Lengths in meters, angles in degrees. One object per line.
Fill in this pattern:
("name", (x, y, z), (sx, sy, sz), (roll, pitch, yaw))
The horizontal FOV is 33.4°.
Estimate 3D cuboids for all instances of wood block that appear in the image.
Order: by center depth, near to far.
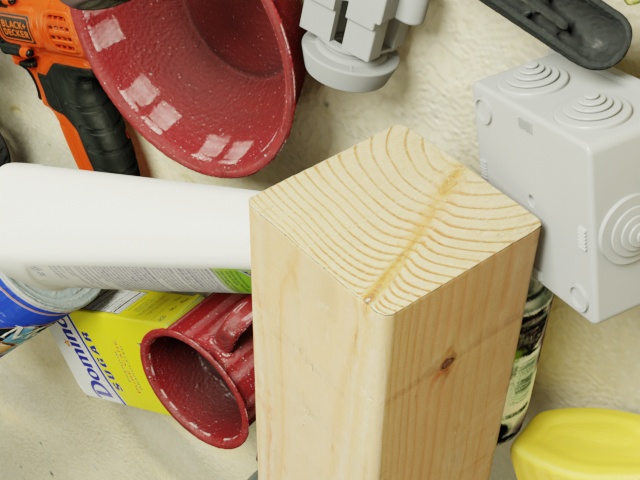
("wood block", (0.029, 0.064, 0.505), (0.090, 0.090, 0.206), (40, 144, 35))

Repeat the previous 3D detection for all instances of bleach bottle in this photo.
("bleach bottle", (-0.054, 0.001, 0.600), (0.251, 0.068, 0.102), (4, 169, 13))

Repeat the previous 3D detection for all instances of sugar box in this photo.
("sugar box", (-0.139, 0.084, 0.817), (0.177, 0.048, 0.093), (0, 120, 44))

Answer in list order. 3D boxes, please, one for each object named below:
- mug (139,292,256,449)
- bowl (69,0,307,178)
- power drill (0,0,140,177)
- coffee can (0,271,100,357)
("mug", (-0.053, 0.067, 0.687), (0.093, 0.081, 0.117), (40, 141, 14))
("bowl", (-0.061, -0.115, 0.566), (0.162, 0.055, 0.162), (27, 136, 28))
("power drill", (-0.177, -0.088, 0.705), (0.185, 0.057, 0.187), (18, 133, 40))
("coffee can", (-0.244, 0.031, 0.801), (0.141, 0.102, 0.103), (-30, 98, 33))
